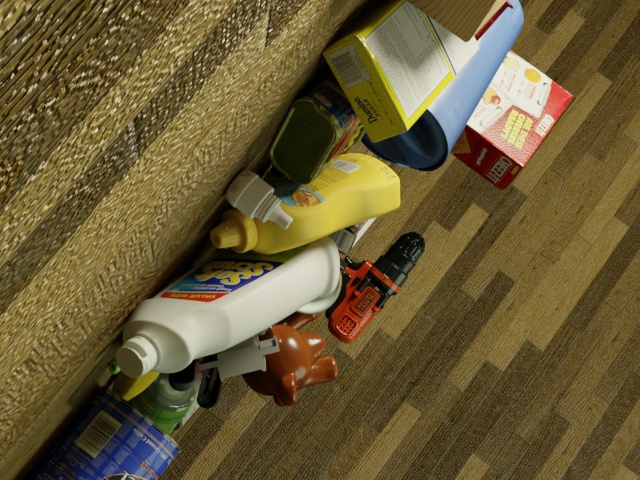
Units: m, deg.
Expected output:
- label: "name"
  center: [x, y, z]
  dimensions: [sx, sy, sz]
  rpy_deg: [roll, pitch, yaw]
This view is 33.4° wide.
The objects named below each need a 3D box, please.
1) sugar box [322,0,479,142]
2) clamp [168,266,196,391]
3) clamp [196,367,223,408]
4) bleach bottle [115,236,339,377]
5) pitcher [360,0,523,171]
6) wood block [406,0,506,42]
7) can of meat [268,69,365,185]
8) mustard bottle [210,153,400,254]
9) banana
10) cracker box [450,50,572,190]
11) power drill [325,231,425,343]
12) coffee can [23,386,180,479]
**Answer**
- label: "sugar box"
  center: [0.076, -0.170, 0.953]
  dimensions: [0.048, 0.093, 0.176]
  rpy_deg: [-17, -159, 37]
- label: "clamp"
  center: [-0.135, 0.084, 1.092]
  dimensions: [0.171, 0.039, 0.120]
  rpy_deg: [-174, -81, -80]
- label: "clamp"
  center: [-0.110, 0.082, 1.312]
  dimensions: [0.209, 0.036, 0.165]
  rpy_deg: [-71, 172, -57]
- label: "bleach bottle"
  center: [-0.086, 0.058, 0.966]
  dimensions: [0.250, 0.103, 0.068]
  rpy_deg: [-35, 132, -52]
- label: "pitcher"
  center: [0.143, -0.214, 1.266]
  dimensions: [0.242, 0.145, 0.149]
  rpy_deg: [-55, -170, -28]
- label: "wood block"
  center: [0.154, -0.274, 0.963]
  dimensions: [0.205, 0.091, 0.090]
  rpy_deg: [-48, 174, -47]
- label: "can of meat"
  center: [0.005, -0.108, 0.974]
  dimensions: [0.083, 0.057, 0.102]
  rpy_deg: [-46, 172, -40]
- label: "mustard bottle"
  center: [-0.022, -0.030, 1.007]
  dimensions: [0.191, 0.096, 0.058]
  rpy_deg: [-22, 121, -36]
- label: "banana"
  center: [-0.176, 0.114, 1.027]
  dimensions: [0.069, 0.037, 0.198]
  rpy_deg: [-33, 169, -17]
- label: "cracker box"
  center: [0.203, -0.191, 1.420]
  dimensions: [0.164, 0.214, 0.072]
  rpy_deg: [-50, 175, -34]
- label: "power drill"
  center: [0.027, 0.021, 1.479]
  dimensions: [0.184, 0.187, 0.057]
  rpy_deg: [-51, 175, 1]
- label: "coffee can"
  center: [-0.218, 0.227, 1.027]
  dimensions: [0.140, 0.103, 0.103]
  rpy_deg: [-52, 176, -19]
